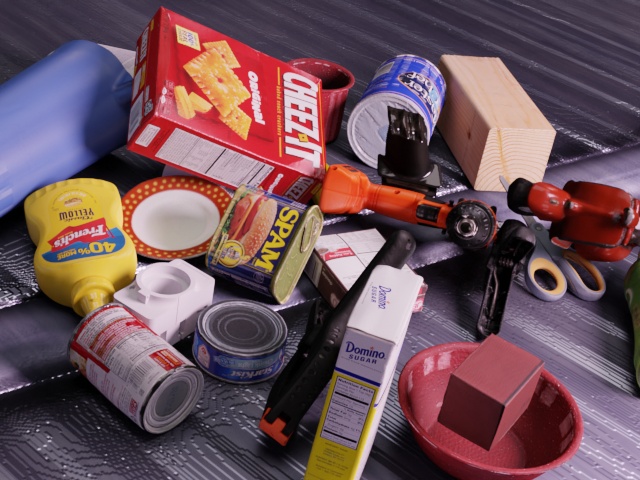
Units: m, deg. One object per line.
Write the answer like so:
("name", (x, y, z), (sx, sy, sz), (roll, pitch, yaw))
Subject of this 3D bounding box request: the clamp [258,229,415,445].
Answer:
("clamp", (-0.001, 0.094, 0.945), (0.036, 0.165, 0.209), (37, 56, -6))

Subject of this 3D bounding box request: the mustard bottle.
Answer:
("mustard bottle", (-0.229, 0.013, 1.030), (0.096, 0.058, 0.192), (-9, 38, -15))

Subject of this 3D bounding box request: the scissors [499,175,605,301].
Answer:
("scissors", (0.234, 0.001, 1.198), (0.096, 0.016, 0.202), (-20, 52, -30))

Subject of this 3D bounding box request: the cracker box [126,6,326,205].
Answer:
("cracker box", (-0.098, -0.143, 1.172), (0.213, 0.072, 0.164), (20, 48, -27))

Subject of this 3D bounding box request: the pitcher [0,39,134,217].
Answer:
("pitcher", (-0.319, -0.111, 1.146), (0.145, 0.149, 0.242), (35, 41, 8))

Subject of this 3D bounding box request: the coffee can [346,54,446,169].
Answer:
("coffee can", (0.099, -0.164, 1.354), (0.103, 0.103, 0.140), (16, 33, 8))

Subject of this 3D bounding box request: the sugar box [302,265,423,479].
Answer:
("sugar box", (0.031, 0.114, 0.844), (0.048, 0.176, 0.093), (17, 34, 9))

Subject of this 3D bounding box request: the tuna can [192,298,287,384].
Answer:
("tuna can", (-0.073, 0.091, 0.979), (0.086, 0.034, 0.086), (8, 33, -5))

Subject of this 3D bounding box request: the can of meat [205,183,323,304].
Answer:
("can of meat", (-0.057, 0.001, 1.069), (0.084, 0.057, 0.102), (20, 73, 19))

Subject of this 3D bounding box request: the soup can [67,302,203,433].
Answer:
("soup can", (-0.156, 0.107, 0.900), (0.102, 0.068, 0.068), (34, 39, 30))

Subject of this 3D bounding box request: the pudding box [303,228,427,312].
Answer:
("pudding box", (0.042, 0.035, 1.095), (0.089, 0.039, 0.114), (-7, 38, -28))

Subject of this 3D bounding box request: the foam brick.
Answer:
("foam brick", (0.139, 0.123, 0.872), (0.051, 0.053, 0.078), (28, 36, 23))

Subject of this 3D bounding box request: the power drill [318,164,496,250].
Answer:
("power drill", (0.096, -0.033, 1.142), (0.188, 0.057, 0.184), (16, 4, 11))

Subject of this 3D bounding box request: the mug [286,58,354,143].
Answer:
("mug", (-0.012, -0.182, 1.369), (0.093, 0.081, 0.117), (-1, 35, -17))

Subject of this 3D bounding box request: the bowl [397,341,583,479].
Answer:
("bowl", (0.140, 0.159, 0.919), (0.162, 0.055, 0.162), (8, 33, -5))

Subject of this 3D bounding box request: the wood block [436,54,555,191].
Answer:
("wood block", (0.217, -0.155, 1.387), (0.090, 0.091, 0.206), (1, 35, -14))

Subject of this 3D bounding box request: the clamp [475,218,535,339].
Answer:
("clamp", (0.194, 0.016, 1.100), (0.039, 0.120, 0.171), (23, 28, -1))
